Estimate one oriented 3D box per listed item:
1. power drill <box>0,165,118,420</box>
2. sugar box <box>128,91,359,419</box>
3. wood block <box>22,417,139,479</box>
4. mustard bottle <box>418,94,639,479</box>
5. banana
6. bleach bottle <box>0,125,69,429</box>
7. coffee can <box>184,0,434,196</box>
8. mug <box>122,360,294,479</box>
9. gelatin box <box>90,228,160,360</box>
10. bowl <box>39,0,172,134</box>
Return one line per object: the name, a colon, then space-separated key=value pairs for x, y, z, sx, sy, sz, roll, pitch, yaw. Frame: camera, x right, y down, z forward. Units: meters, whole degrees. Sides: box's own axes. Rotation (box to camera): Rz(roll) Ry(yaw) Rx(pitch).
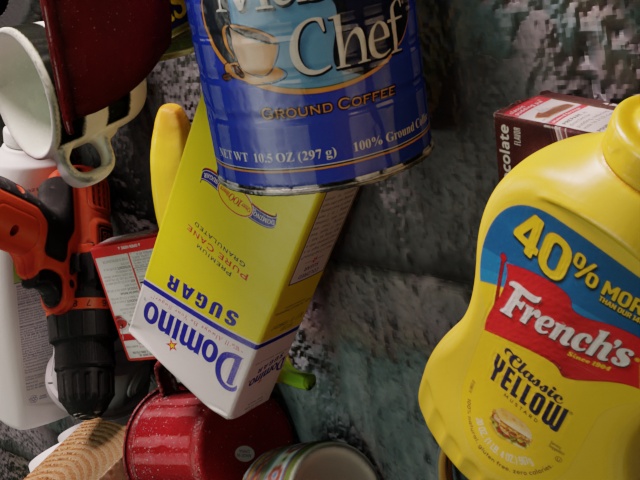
power drill: x=-0.199 y=0.024 z=0.707 sx=0.057 sy=0.187 sz=0.184 roll=-13 pitch=74 yaw=20
sugar box: x=-0.047 y=0.009 z=0.604 sx=0.093 sy=0.048 sz=0.176 roll=38 pitch=123 yaw=24
wood block: x=-0.123 y=0.238 z=0.780 sx=0.090 sy=0.090 sz=0.206 roll=0 pitch=128 yaw=53
mustard bottle: x=0.097 y=0.021 z=0.375 sx=0.096 sy=0.058 sz=0.192 roll=40 pitch=139 yaw=27
banana: x=-0.065 y=0.012 z=0.676 sx=0.070 sy=0.037 sz=0.198 roll=-31 pitch=85 yaw=37
bleach bottle: x=-0.221 y=0.021 z=0.846 sx=0.068 sy=0.102 sz=0.251 roll=25 pitch=121 yaw=38
coffee can: x=-0.008 y=-0.102 z=0.471 sx=0.103 sy=0.102 sz=0.140 roll=15 pitch=122 yaw=48
mug: x=-0.075 y=0.127 z=0.709 sx=0.082 sy=0.093 sz=0.117 roll=-14 pitch=97 yaw=50
gelatin box: x=-0.111 y=0.037 z=0.735 sx=0.073 sy=0.030 sz=0.089 roll=-9 pitch=104 yaw=33
bowl: x=-0.102 y=-0.132 z=0.492 sx=0.162 sy=0.055 sz=0.162 roll=171 pitch=90 yaw=-79
